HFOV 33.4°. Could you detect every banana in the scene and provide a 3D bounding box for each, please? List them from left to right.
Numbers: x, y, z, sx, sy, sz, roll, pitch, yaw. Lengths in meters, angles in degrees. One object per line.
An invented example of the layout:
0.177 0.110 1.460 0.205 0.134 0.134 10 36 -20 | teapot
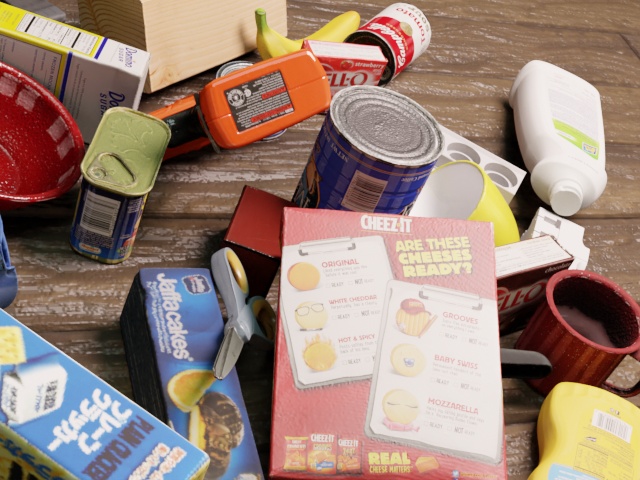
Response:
-0.013 -0.208 1.130 0.037 0.070 0.197 30 24 22 | banana

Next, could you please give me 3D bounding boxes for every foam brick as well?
-0.056 0.001 0.898 0.051 0.053 0.078 21 40 -4 | foam brick

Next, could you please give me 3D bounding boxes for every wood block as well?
-0.131 -0.225 1.059 0.090 0.091 0.205 19 35 32 | wood block

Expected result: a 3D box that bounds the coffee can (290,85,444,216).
0.034 -0.048 0.926 0.102 0.140 0.103 13 42 -12 | coffee can

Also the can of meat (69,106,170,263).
-0.165 -0.044 0.870 0.057 0.084 0.102 18 41 -8 | can of meat

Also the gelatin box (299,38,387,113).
0.014 -0.166 1.095 0.089 0.073 0.030 0 46 -26 | gelatin box

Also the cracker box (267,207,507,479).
0.046 0.087 0.784 0.164 0.072 0.213 4 59 -4 | cracker box

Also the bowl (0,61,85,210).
-0.274 -0.078 0.859 0.162 0.055 0.162 26 37 -22 | bowl

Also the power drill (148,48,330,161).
-0.058 -0.119 0.921 0.184 0.188 0.057 -26 99 -17 | power drill

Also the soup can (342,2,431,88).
0.073 -0.216 1.182 0.068 0.069 0.102 33 41 10 | soup can

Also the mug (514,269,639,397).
0.229 0.092 0.915 0.117 0.082 0.093 33 41 10 | mug

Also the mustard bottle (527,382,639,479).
0.202 0.197 0.807 0.096 0.058 0.191 27 40 2 | mustard bottle

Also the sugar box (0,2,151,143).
-0.245 -0.147 0.937 0.176 0.093 0.048 17 41 -10 | sugar box

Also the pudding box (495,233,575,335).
0.155 0.045 0.924 0.113 0.090 0.039 -14 53 -37 | pudding box

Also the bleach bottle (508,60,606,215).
0.248 -0.103 1.120 0.102 0.068 0.250 24 33 -3 | bleach bottle

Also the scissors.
-0.067 0.049 0.772 0.096 0.016 0.201 62 8 6 | scissors
